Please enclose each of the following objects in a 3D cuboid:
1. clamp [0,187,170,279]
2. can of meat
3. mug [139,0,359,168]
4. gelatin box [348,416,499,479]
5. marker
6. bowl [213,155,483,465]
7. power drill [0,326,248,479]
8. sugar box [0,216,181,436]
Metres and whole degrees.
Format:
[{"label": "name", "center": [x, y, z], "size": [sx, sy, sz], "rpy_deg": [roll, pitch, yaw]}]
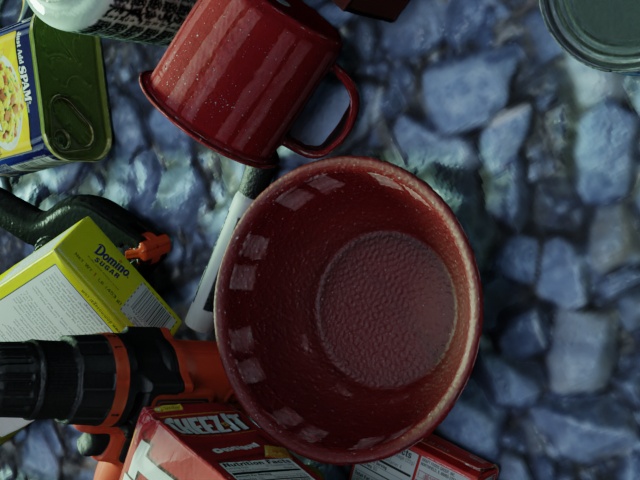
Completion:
[{"label": "clamp", "center": [-0.176, 0.020, 0.723], "size": [0.172, 0.039, 0.120], "rpy_deg": [6, 113, 31]}, {"label": "can of meat", "center": [-0.193, -0.096, 0.715], "size": [0.084, 0.057, 0.102], "rpy_deg": [-9, 88, 36]}, {"label": "mug", "center": [-0.031, -0.093, 0.598], "size": [0.117, 0.093, 0.082], "rpy_deg": [33, 108, -6]}, {"label": "gelatin box", "center": [0.050, 0.150, 0.588], "size": [0.073, 0.030, 0.089], "rpy_deg": [22, 105, 32]}, {"label": "marker", "center": [-0.054, 0.001, 0.652], "size": [0.020, 0.020, 0.121], "rpy_deg": [32, 110, 27]}, {"label": "bowl", "center": [0.022, 0.037, 0.577], "size": [0.162, 0.055, 0.162], "rpy_deg": [-3, 85, 31]}, {"label": "power drill", "center": [-0.140, 0.129, 0.632], "size": [0.188, 0.184, 0.057], "rpy_deg": [-58, 43, 31]}, {"label": "sugar box", "center": [-0.181, 0.061, 0.696], "size": [0.177, 0.048, 0.093], "rpy_deg": [-26, 109, 39]}]
